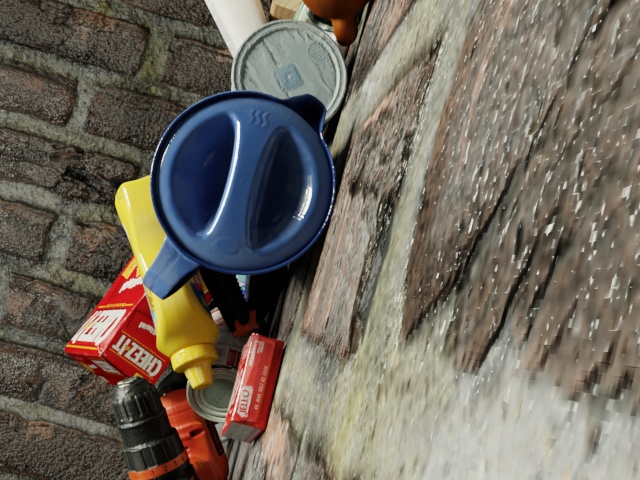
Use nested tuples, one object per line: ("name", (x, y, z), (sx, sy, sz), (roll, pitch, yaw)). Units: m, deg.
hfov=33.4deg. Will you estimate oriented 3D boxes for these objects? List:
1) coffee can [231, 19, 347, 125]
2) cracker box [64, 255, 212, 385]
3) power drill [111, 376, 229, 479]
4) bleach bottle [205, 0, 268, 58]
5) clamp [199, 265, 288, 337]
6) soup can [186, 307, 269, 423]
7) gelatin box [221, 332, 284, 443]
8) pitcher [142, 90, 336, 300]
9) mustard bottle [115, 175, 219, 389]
("coffee can", (-0.034, -0.140, 1.004), (0.140, 0.102, 0.103), (150, 135, -83))
("cracker box", (-0.166, 0.047, 1.114), (0.213, 0.072, 0.164), (-56, 18, -18))
("power drill", (-0.135, 0.195, 0.978), (0.187, 0.057, 0.184), (-78, -28, -83))
("bleach bottle", (-0.080, -0.232, 1.344), (0.102, 0.068, 0.251), (-140, 26, -80))
("clamp", (-0.084, -0.012, 1.029), (0.036, 0.164, 0.210), (-36, 42, 47))
("soup can", (-0.088, 0.116, 1.019), (0.102, 0.068, 0.069), (-84, 10, -59))
("gelatin box", (-0.056, 0.121, 0.868), (0.089, 0.030, 0.073), (118, 166, -70))
("pitcher", (-0.067, -0.030, 0.875), (0.243, 0.149, 0.145), (135, 129, -87))
("mustard bottle", (-0.133, 0.042, 0.966), (0.096, 0.058, 0.192), (94, 158, -71))
